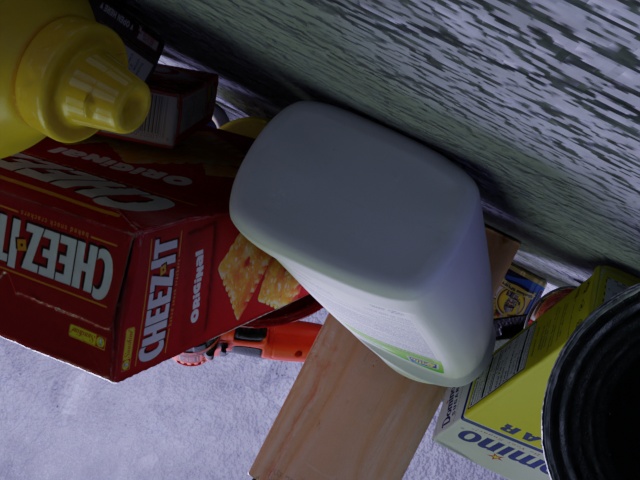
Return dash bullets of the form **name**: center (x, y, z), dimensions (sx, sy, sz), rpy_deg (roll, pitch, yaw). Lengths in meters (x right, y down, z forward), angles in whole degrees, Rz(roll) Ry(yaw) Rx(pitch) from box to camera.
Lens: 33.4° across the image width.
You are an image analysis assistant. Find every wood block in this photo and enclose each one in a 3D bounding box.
- **wood block**: center (0.044, 0.077, 0.702), dimensions (0.090, 0.206, 0.090), rpy_deg (27, -179, 9)

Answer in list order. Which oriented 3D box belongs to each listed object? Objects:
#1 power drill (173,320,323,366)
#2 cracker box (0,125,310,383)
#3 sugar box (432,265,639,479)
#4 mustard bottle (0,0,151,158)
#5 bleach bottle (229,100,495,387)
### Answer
- **power drill**: center (-0.036, 0.071, 0.850), dimensions (0.187, 0.057, 0.184), rpy_deg (6, 167, -5)
- **cracker box**: center (-0.097, -0.013, 0.524), dimensions (0.164, 0.072, 0.213), rpy_deg (17, -165, 23)
- **sugar box**: center (0.140, 0.085, 0.574), dimensions (0.093, 0.048, 0.176), rpy_deg (27, 144, -5)
- **mustard bottle**: center (-0.137, -0.080, 0.378), dimensions (0.192, 0.096, 0.058), rpy_deg (26, -140, 24)
- **bleach bottle**: center (0.036, 0.024, 0.535), dimensions (0.103, 0.068, 0.250), rpy_deg (26, 168, 19)
